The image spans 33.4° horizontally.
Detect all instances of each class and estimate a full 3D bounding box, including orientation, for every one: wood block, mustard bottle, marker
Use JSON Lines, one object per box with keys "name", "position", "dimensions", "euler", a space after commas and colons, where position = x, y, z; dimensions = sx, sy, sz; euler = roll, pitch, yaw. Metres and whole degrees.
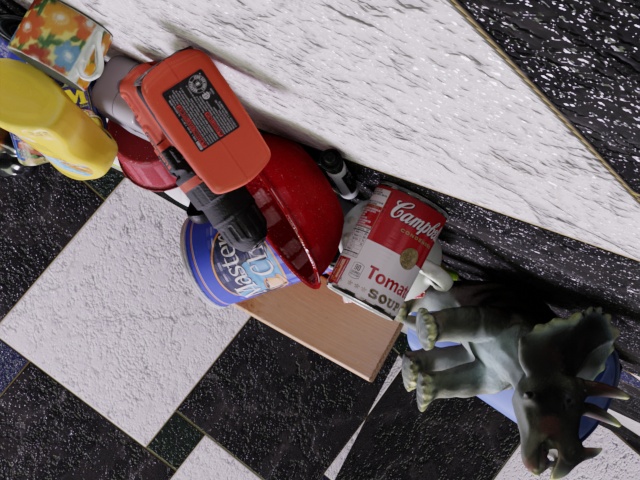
{"name": "wood block", "position": [-0.002, 0.098, 1.413], "dimensions": [0.206, 0.091, 0.090], "euler": [28, 175, 10]}
{"name": "mustard bottle", "position": [-0.238, -0.099, 0.975], "dimensions": [0.096, 0.058, 0.191], "euler": [24, 171, 16]}
{"name": "marker", "position": [0.017, -0.057, 0.929], "dimensions": [0.020, 0.020, 0.121], "euler": [27, 175, 12]}

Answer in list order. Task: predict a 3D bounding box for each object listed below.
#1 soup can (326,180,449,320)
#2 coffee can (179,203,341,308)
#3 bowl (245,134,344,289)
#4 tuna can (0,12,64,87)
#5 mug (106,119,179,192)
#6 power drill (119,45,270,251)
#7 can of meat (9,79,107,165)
{"name": "soup can", "position": [0.057, 0.009, 0.912], "dimensions": [0.068, 0.102, 0.068], "euler": [28, 176, 2]}
{"name": "coffee can", "position": [-0.057, 0.001, 1.086], "dimensions": [0.140, 0.103, 0.102], "euler": [-19, 153, 22]}
{"name": "bowl", "position": [-0.027, -0.037, 0.952], "dimensions": [0.162, 0.055, 0.162], "euler": [53, 168, 16]}
{"name": "tuna can", "position": [-0.273, -0.177, 0.996], "dimensions": [0.086, 0.034, 0.086], "euler": [25, -157, -12]}
{"name": "mug", "position": [-0.161, -0.096, 1.083], "dimensions": [0.117, 0.093, 0.081], "euler": [46, 174, 10]}
{"name": "power drill", "position": [-0.092, -0.070, 0.845], "dimensions": [0.184, 0.057, 0.188], "euler": [54, 168, -6]}
{"name": "can of meat", "position": [-0.268, -0.131, 1.075], "dimensions": [0.057, 0.102, 0.084], "euler": [-122, 21, -52]}
